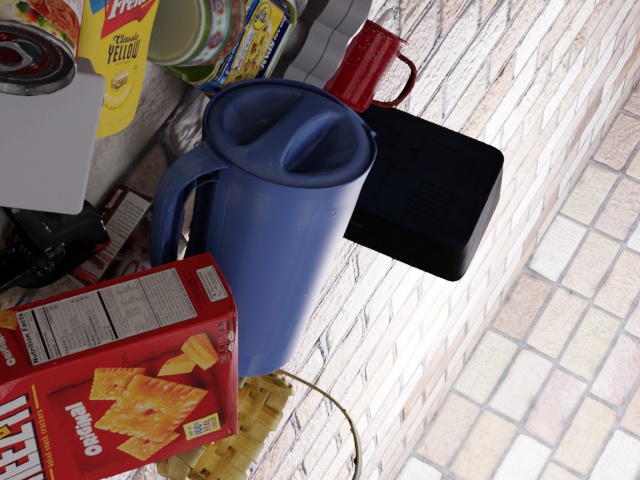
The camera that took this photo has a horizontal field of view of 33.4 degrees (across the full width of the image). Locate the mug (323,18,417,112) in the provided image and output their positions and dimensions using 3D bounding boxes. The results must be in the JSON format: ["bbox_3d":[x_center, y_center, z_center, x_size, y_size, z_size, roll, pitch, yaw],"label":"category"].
[{"bbox_3d":[0.037,-0.172,1.040,0.081,0.117,0.093,-61,-169,10],"label":"mug"}]

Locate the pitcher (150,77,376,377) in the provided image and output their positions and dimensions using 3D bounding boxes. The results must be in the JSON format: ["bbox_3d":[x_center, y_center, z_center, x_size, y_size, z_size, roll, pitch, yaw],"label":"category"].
[{"bbox_3d":[-0.056,0.001,0.870,0.145,0.149,0.243,-76,-177,-49],"label":"pitcher"}]

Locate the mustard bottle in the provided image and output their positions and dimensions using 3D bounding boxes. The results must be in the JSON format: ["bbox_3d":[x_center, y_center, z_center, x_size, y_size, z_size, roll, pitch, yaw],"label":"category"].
[{"bbox_3d":[-0.137,-0.161,0.677,0.096,0.058,0.192,-30,143,-58],"label":"mustard bottle"}]

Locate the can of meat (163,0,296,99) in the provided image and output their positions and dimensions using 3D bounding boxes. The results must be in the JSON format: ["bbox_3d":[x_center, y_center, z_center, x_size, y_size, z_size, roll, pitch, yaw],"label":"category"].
[{"bbox_3d":[-0.073,-0.162,0.847,0.102,0.057,0.083,-63,160,4],"label":"can of meat"}]

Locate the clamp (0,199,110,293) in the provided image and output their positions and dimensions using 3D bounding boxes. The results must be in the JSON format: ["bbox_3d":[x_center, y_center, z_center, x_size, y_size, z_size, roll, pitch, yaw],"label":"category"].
[{"bbox_3d":[-0.210,0.012,0.750,0.120,0.039,0.171,-42,168,11],"label":"clamp"}]

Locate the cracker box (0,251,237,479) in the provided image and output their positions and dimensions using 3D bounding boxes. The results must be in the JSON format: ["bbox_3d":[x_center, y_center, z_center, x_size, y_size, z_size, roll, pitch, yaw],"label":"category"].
[{"bbox_3d":[-0.169,0.112,0.797,0.213,0.072,0.164,-17,141,-20],"label":"cracker box"}]

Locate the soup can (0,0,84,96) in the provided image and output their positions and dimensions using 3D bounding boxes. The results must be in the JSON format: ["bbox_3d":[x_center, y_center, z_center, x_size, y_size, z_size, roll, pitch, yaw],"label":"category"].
[{"bbox_3d":[-0.159,-0.139,0.573,0.068,0.068,0.102,72,18,-64],"label":"soup can"}]

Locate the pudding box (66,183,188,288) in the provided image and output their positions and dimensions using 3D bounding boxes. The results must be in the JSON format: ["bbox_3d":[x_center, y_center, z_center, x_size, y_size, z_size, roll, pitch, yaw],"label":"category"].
[{"bbox_3d":[-0.160,0.014,0.885,0.090,0.039,0.113,-59,162,-13],"label":"pudding box"}]
